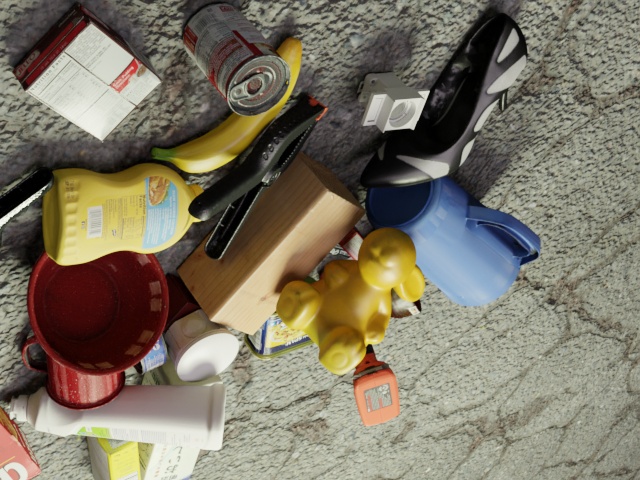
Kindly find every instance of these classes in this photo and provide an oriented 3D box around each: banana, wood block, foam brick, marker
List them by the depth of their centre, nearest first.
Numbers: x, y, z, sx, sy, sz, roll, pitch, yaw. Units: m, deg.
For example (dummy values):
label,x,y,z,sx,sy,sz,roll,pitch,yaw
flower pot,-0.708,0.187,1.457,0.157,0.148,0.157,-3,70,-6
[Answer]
label,x,y,z,sx,sy,sz,roll,pitch,yaw
banana,-0.085,-0.132,1.133,0.198,0.037,0.069,-40,146,3
wood block,-0.058,0.002,1.258,0.206,0.090,0.090,-47,144,12
foam brick,-0.163,0.084,1.288,0.051,0.053,0.078,-47,143,12
marker,0.007,0.007,1.380,0.120,0.020,0.020,15,119,-48

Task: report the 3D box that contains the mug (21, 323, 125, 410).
label,x,y,z,sx,sy,sz,roll,pitch,yaw
mug,-0.283,0.131,1.220,0.117,0.093,0.081,7,130,2

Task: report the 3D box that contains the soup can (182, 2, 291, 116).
label,x,y,z,sx,sy,sz,roll,pitch,yaw
soup can,-0.082,-0.176,1.031,0.068,0.102,0.068,-23,142,-20

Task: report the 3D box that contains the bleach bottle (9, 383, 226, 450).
label,x,y,z,sx,sy,sz,roll,pitch,yaw
bleach bottle,-0.240,0.203,1.266,0.250,0.068,0.103,5,153,-5

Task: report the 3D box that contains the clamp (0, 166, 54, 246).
label,x,y,z,sx,sy,sz,roll,pitch,yaw
clamp,-0.333,-0.014,1.048,0.120,0.039,0.172,0,136,-35

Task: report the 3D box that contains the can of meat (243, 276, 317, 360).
label,x,y,z,sx,sy,sz,roll,pitch,yaw
can of meat,-0.047,0.099,1.403,0.101,0.057,0.084,-17,138,-26

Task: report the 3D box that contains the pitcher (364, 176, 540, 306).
label,x,y,z,sx,sy,sz,roll,pitch,yaw
pitcher,0.170,-0.015,1.397,0.149,0.145,0.242,-45,141,8

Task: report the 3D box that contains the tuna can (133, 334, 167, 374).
label,x,y,z,sx,sy,sz,roll,pitch,yaw
tuna can,-0.212,0.111,1.249,0.033,0.086,0.086,-24,142,-22

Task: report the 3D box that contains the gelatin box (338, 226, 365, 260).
label,x,y,z,sx,sy,sz,roll,pitch,yaw
gelatin box,0.035,-0.006,1.342,0.030,0.073,0.089,-42,144,4

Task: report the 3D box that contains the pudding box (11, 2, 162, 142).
label,x,y,z,sx,sy,sz,roll,pitch,yaw
pudding box,-0.215,-0.154,0.997,0.090,0.039,0.113,-43,142,7

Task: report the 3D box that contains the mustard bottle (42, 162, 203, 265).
label,x,y,z,sx,sy,sz,roll,pitch,yaw
mustard bottle,-0.194,-0.033,1.126,0.191,0.058,0.096,-8,112,-36

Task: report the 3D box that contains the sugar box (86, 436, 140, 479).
label,x,y,z,sx,sy,sz,roll,pitch,yaw
sugar box,-0.268,0.284,1.383,0.048,0.093,0.176,-22,142,-21

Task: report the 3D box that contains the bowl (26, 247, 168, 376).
label,x,y,z,sx,sy,sz,roll,pitch,yaw
bowl,-0.247,0.065,1.153,0.161,0.055,0.162,5,82,-34

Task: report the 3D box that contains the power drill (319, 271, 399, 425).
label,x,y,z,sx,sy,sz,roll,pitch,yaw
power drill,0.049,0.152,1.434,0.057,0.188,0.184,-20,138,-5

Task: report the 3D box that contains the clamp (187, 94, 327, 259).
label,x,y,z,sx,sy,sz,roll,pitch,yaw
clamp,-0.068,-0.077,1.155,0.210,0.036,0.164,-52,170,-6
